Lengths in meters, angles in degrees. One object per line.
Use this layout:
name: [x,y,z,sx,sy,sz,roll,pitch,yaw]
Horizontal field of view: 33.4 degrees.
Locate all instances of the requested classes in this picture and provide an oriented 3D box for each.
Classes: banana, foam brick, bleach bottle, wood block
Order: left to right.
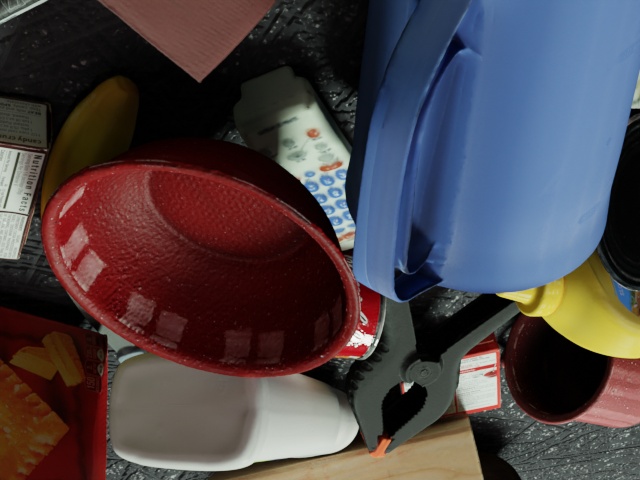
banana: [-0.120,-0.011,0.590,0.069,0.037,0.198,-23,145,-15]
foam brick: [-0.067,-0.114,0.445,0.051,0.053,0.078,-48,133,5]
bleach bottle: [-0.030,0.115,0.702,0.103,0.068,0.250,-3,168,23]
wood block: [0.023,0.201,0.818,0.206,0.090,0.091,-14,176,6]

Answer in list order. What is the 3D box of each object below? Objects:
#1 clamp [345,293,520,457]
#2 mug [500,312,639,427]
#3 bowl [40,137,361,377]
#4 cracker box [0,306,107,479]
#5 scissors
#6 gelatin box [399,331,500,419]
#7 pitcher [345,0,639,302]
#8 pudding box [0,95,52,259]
clamp: [0.075,0.074,0.716,0.120,0.039,0.172,7,123,-12]
mug: [0.183,0.089,0.762,0.081,0.093,0.117,16,164,-38]
bowl: [-0.053,0.001,0.534,0.162,0.055,0.162,10,140,9]
cracker box: [-0.226,0.108,0.593,0.213,0.164,0.072,19,136,-30]
scissors: [-0.106,0.076,0.717,0.096,0.016,0.202,-10,142,-6]
gelatin box: [0.094,0.098,0.786,0.073,0.030,0.089,-12,142,2]
pitcher: [0.075,-0.093,0.452,0.145,0.149,0.243,-7,139,-7]
pudding box: [-0.198,-0.035,0.534,0.113,0.039,0.090,6,138,-24]
